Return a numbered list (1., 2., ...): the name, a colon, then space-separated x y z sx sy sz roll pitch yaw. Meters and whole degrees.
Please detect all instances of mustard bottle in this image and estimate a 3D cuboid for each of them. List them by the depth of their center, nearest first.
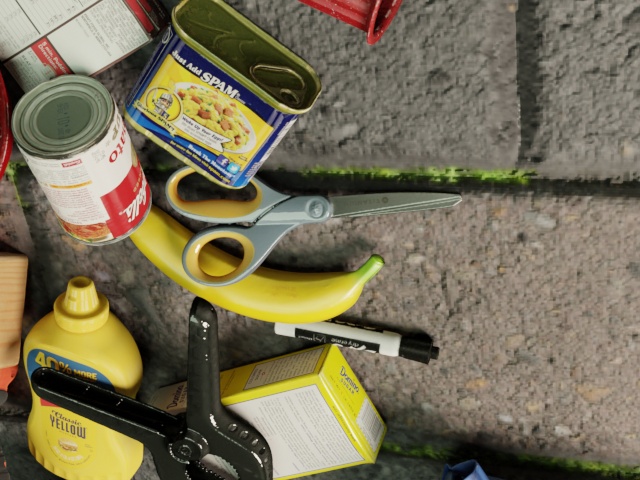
1. mustard bottle: -0.189 0.108 0.850 0.096 0.058 0.192 18 126 15

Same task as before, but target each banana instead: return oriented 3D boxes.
1. banana: -0.055 0.020 0.764 0.198 0.037 0.070 13 102 7

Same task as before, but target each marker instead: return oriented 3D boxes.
1. marker: 0.027 0.070 0.778 0.121 0.020 0.020 11 125 11

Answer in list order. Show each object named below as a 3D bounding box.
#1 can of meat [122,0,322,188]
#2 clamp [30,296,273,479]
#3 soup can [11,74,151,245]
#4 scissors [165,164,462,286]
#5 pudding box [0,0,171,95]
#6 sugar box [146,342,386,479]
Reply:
1. can of meat: -0.065 -0.092 0.677 0.102 0.057 0.084 35 128 -7
2. clamp: -0.108 0.145 0.803 0.165 0.036 0.210 -17 118 22
3. soup can: -0.156 -0.052 0.704 0.068 0.068 0.102 9 149 12
4. scissors: -0.012 -0.004 0.724 0.202 0.016 0.096 12 97 10
5. pudding box: -0.166 -0.148 0.684 0.114 0.039 0.090 -23 113 28
6. sugar box: -0.047 0.143 0.836 0.176 0.048 0.093 -16 116 31
